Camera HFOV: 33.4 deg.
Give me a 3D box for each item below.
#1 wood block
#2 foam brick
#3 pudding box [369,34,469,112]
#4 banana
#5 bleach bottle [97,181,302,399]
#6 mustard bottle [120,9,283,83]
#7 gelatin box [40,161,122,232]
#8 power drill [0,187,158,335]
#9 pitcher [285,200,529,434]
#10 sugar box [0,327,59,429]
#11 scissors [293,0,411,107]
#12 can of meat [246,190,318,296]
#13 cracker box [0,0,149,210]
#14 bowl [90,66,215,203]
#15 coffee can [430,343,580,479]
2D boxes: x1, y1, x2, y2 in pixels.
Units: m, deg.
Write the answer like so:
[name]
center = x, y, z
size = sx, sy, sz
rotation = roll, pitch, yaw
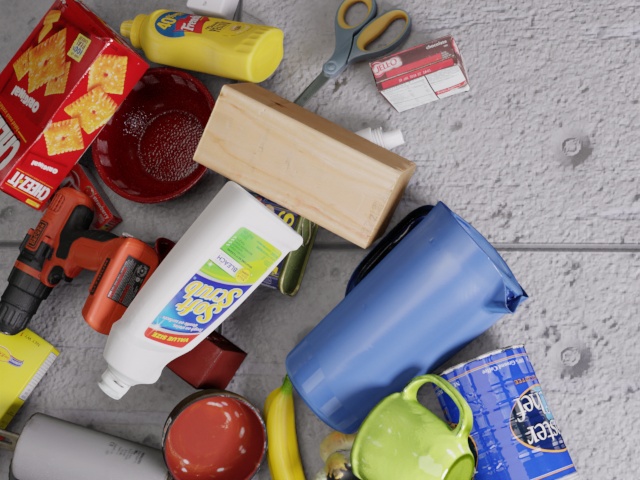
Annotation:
[wood block]
center = -0.015, -0.083, 1.128
size = 0.206, 0.090, 0.090
rotation = 28, 106, 11
[foam brick]
center = -0.126, 0.130, 1.171
size = 0.053, 0.078, 0.051
rotation = 34, 92, 19
[pudding box]
center = 0.108, -0.176, 1.137
size = 0.090, 0.113, 0.039
rotation = -16, 79, 13
[banana]
center = -0.032, 0.243, 1.132
size = 0.037, 0.070, 0.198
rotation = -8, 79, -19
[bleach bottle]
center = -0.135, 0.063, 1.108
size = 0.251, 0.102, 0.068
rotation = -51, 40, 2
[mustard bottle]
center = -0.146, -0.230, 1.234
size = 0.192, 0.096, 0.058
rotation = 14, 125, 19
[gelatin box]
center = -0.291, -0.038, 1.274
size = 0.073, 0.030, 0.089
rotation = -38, 73, 7
[power drill]
center = -0.274, 0.041, 1.175
size = 0.188, 0.057, 0.184
rotation = 20, 82, 42
[pitcher]
center = 0.079, 0.078, 1.103
size = 0.243, 0.149, 0.145
rotation = -42, 87, 9
[sugar box]
center = -0.393, 0.174, 1.231
size = 0.093, 0.048, 0.176
rotation = 31, 73, 8
[scissors]
center = 0.009, -0.211, 1.207
size = 0.201, 0.016, 0.096
rotation = -32, 66, -3
[can of meat]
center = -0.058, 0.001, 1.185
size = 0.084, 0.057, 0.102
rotation = 16, 85, 20
[cracker box]
center = -0.315, -0.168, 1.246
size = 0.214, 0.072, 0.164
rotation = -50, 45, 6
[bowl]
center = -0.183, -0.117, 1.243
size = 0.162, 0.055, 0.162
rotation = -3, 79, 16
[coffee can]
center = 0.181, 0.186, 1.057
size = 0.103, 0.102, 0.140
rotation = -24, 75, 11
